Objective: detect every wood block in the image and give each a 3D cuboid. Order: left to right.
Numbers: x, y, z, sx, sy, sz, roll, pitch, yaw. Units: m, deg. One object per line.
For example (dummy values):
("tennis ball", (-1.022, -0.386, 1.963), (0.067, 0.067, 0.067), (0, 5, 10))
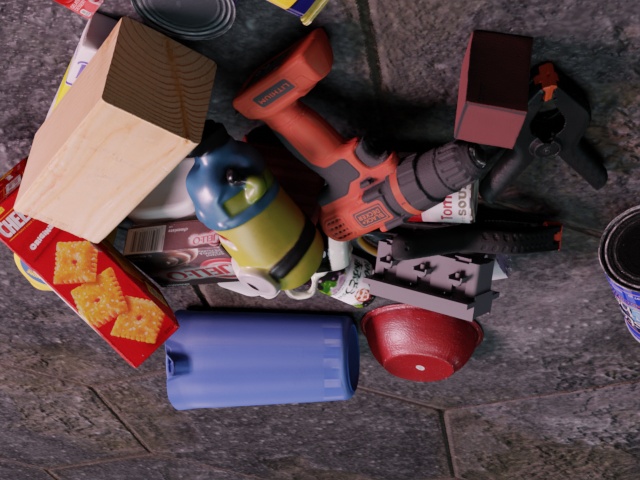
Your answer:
("wood block", (-0.183, -0.089, 0.932), (0.090, 0.091, 0.207), (24, 145, -25))

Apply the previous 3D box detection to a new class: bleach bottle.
("bleach bottle", (-0.109, 0.000, 1.192), (0.103, 0.068, 0.250), (-8, 149, 27))

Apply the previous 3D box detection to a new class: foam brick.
("foam brick", (0.143, -0.125, 0.882), (0.053, 0.078, 0.051), (10, 152, 2))

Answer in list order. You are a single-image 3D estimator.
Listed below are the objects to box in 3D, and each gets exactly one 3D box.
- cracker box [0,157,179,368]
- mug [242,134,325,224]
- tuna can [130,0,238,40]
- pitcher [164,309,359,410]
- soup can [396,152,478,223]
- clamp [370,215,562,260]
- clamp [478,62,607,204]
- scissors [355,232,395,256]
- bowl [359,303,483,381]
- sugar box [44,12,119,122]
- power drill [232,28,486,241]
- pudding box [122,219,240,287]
("cracker box", (-0.251, 0.018, 1.109), (0.213, 0.072, 0.164), (49, 174, -20))
("mug", (-0.044, -0.052, 1.064), (0.081, 0.093, 0.117), (9, 177, -10))
("tuna can", (-0.108, -0.201, 0.859), (0.086, 0.033, 0.086), (7, 151, 4))
("pitcher", (-0.073, 0.153, 1.405), (0.243, 0.149, 0.145), (-2, 135, 12))
("soup can", (0.100, -0.051, 1.034), (0.102, 0.068, 0.068), (2, 150, 12))
("clamp", (0.146, -0.004, 1.070), (0.210, 0.036, 0.164), (2, -168, -5))
("clamp", (0.193, -0.089, 0.965), (0.120, 0.039, 0.171), (-17, 141, 9))
("scissors", (0.133, 0.021, 1.208), (0.201, 0.016, 0.096), (23, 148, -25))
("bowl", (0.129, 0.140, 1.382), (0.162, 0.055, 0.162), (6, 151, 3))
("sugar box", (-0.196, -0.132, 0.995), (0.093, 0.048, 0.176), (19, 150, -18))
("power drill", (0.029, -0.091, 0.933), (0.185, 0.057, 0.187), (-25, 114, 40))
("pudding box", (-0.133, 0.014, 1.107), (0.114, 0.039, 0.090), (-3, 154, 20))
